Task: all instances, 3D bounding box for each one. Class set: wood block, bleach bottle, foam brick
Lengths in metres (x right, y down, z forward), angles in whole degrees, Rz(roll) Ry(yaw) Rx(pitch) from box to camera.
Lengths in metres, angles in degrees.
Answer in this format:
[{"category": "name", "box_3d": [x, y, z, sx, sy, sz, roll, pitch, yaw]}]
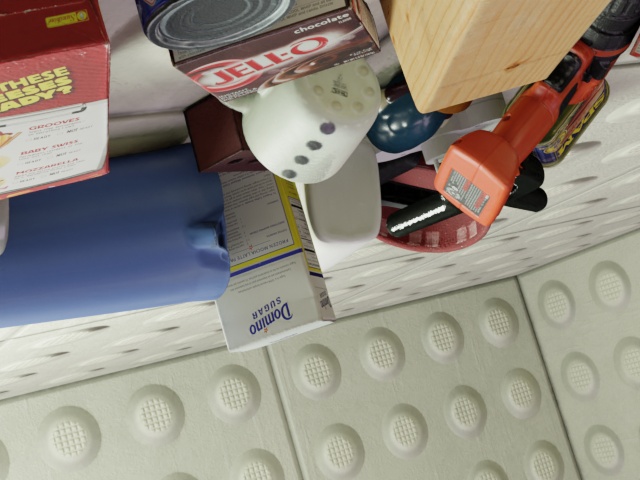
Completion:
[{"category": "wood block", "box_3d": [0.095, -0.148, 0.565, 0.090, 0.090, 0.206, -16, 171, -6]}, {"category": "bleach bottle", "box_3d": [-0.007, -0.021, 1.056, 0.068, 0.102, 0.251, -2, 170, -14]}, {"category": "foam brick", "box_3d": [-0.056, -0.084, 0.814, 0.053, 0.051, 0.078, -23, 169, 40]}]

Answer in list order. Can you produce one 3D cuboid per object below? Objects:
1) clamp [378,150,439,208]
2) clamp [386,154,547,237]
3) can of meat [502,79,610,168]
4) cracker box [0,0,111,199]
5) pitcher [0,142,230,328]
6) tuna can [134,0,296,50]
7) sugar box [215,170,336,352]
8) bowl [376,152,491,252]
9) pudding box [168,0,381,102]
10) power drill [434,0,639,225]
[{"category": "clamp", "box_3d": [0.053, -0.053, 1.101, 0.172, 0.039, 0.120, -4, 147, 35]}, {"category": "clamp", "box_3d": [0.161, -0.047, 0.988, 0.164, 0.036, 0.210, -10, 169, -12]}, {"category": "can of meat", "box_3d": [0.210, -0.122, 0.950, 0.102, 0.057, 0.083, -53, 162, 4]}, {"category": "cracker box", "box_3d": [-0.196, -0.074, 0.552, 0.164, 0.072, 0.214, -15, 170, -14]}, {"category": "pitcher", "box_3d": [-0.205, 0.001, 0.848, 0.242, 0.145, 0.149, -10, 147, -27]}, {"category": "tuna can", "box_3d": [-0.056, -0.133, 0.563, 0.086, 0.034, 0.086, -16, 171, -3]}, {"category": "sugar box", "box_3d": [-0.056, 0.001, 0.934, 0.093, 0.176, 0.048, -19, 171, 17]}, {"category": "bowl", "box_3d": [0.110, -0.053, 1.166, 0.162, 0.055, 0.162, 10, 147, 7]}, {"category": "pudding box", "box_3d": [-0.027, -0.125, 0.647, 0.113, 0.039, 0.090, -18, 171, 12]}, {"category": "power drill", "box_3d": [0.168, -0.108, 0.794, 0.187, 0.057, 0.184, -48, 168, -14]}]
